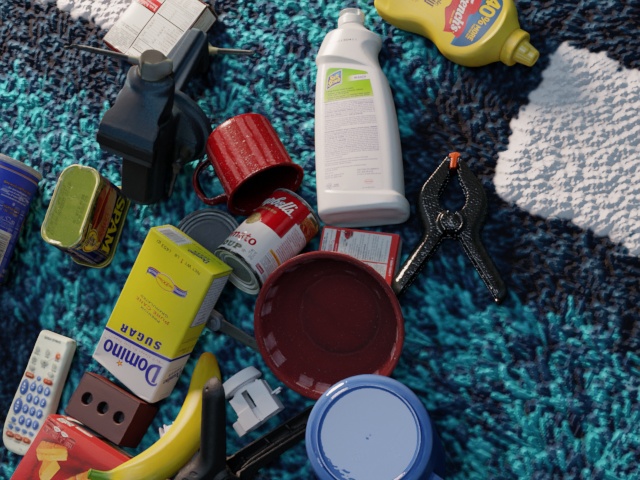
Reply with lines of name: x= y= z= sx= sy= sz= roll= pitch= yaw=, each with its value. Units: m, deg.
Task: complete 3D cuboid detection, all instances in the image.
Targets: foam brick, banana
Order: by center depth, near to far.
banana: x=-0.153 y=0.196 z=1.116 sx=0.069 sy=0.037 sz=0.197 roll=42 pitch=51 yaw=3
foam brick: x=-0.229 y=0.186 z=1.170 sx=0.078 sy=0.051 sz=0.053 roll=26 pitch=83 yaw=18

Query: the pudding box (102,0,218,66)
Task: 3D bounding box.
pudding box: x=-0.194 y=-0.256 z=1.293 sx=0.090 sy=0.039 sz=0.113 roll=37 pitch=88 yaw=19

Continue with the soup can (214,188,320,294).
soup can: x=-0.058 y=0.001 z=1.154 sx=0.068 sy=0.068 sz=0.102 roll=34 pitch=62 yaw=20

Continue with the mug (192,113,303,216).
mug: x=-0.088 y=-0.081 z=1.190 sx=0.117 sy=0.093 sz=0.081 roll=-28 pitch=65 yaw=-3

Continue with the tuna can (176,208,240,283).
tuna can: x=-0.124 y=0.009 z=1.203 sx=0.086 sy=0.033 sz=0.086 roll=-4 pitch=74 yaw=13

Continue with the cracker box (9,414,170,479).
cracker box: x=-0.269 y=0.317 z=1.133 sx=0.164 sy=0.072 sz=0.213 roll=28 pitch=83 yaw=18

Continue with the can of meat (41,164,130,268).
can of meat: x=-0.269 y=-0.028 z=1.223 sx=0.057 sy=0.084 sz=0.102 roll=12 pitch=78 yaw=17

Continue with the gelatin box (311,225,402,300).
gelatin box: x=0.040 y=0.026 z=1.161 sx=0.089 sy=0.030 sz=0.073 roll=7 pitch=78 yaw=16

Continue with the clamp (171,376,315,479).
clamp: x=-0.093 y=0.237 z=1.103 sx=0.036 sy=0.164 sz=0.210 roll=44 pitch=111 yaw=46

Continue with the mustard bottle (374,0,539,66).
mustard bottle: x=0.161 y=-0.250 z=1.193 sx=0.192 sy=0.058 sz=0.096 roll=36 pitch=87 yaw=19

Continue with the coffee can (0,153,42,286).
coffee can: x=-0.398 y=-0.028 z=1.245 sx=0.103 sy=0.102 sz=0.140 roll=14 pitch=79 yaw=17

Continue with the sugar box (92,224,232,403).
sugar box: x=-0.173 y=0.080 z=1.152 sx=0.093 sy=0.048 sz=0.176 roll=35 pitch=110 yaw=20

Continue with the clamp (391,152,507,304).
clamp: x=0.130 y=-0.009 z=1.141 sx=0.120 sy=0.039 sz=0.171 roll=-3 pitch=68 yaw=-2

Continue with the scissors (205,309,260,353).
scissors: x=-0.133 y=0.097 z=1.186 sx=0.202 sy=0.016 sz=0.096 roll=44 pitch=118 yaw=3

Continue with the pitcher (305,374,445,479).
pitcher: x=0.061 y=0.202 z=0.995 sx=0.149 sy=0.243 sz=0.145 roll=-12 pitch=72 yaw=2

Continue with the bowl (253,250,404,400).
bowl: x=0.014 y=0.085 z=1.120 sx=0.162 sy=0.055 sz=0.162 roll=3 pitch=101 yaw=15

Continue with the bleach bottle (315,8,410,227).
bleach bottle: x=0.045 y=-0.143 z=1.191 sx=0.103 sy=0.068 sz=0.251 roll=-4 pitch=72 yaw=12
